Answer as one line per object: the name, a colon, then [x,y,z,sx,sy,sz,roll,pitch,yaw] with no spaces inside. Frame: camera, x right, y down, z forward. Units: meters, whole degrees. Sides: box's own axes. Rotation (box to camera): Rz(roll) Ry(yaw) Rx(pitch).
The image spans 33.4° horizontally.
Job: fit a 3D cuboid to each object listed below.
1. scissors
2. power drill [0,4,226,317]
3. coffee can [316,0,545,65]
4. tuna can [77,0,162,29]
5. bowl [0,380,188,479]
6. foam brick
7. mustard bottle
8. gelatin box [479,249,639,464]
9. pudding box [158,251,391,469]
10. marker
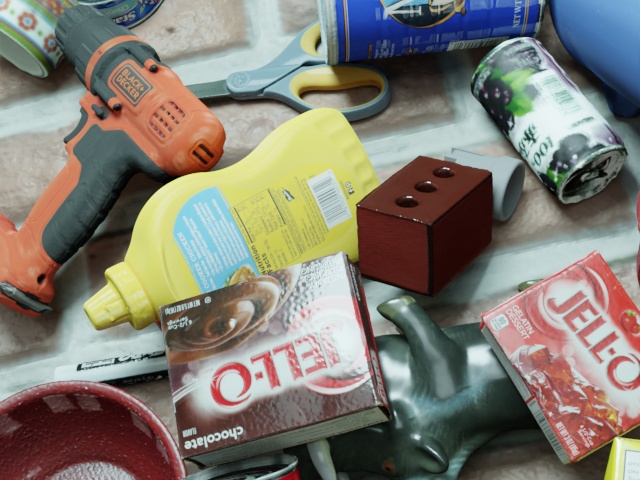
scissors: [-0.045,-0.127,0.767,0.202,0.016,0.096,8,64,15]
power drill: [-0.172,-0.057,0.714,0.187,0.057,0.185,-48,53,2]
coffee can: [0.068,-0.175,0.708,0.140,0.103,0.103,-6,63,-1]
tuna can: [-0.162,-0.204,0.820,0.086,0.033,0.086,-5,63,9]
bowl: [-0.146,0.166,0.622,0.162,0.055,0.162,-5,63,9]
foam brick: [0.064,-0.010,0.644,0.053,0.051,0.078,15,35,31]
mustard bottle: [-0.054,0.001,0.647,0.191,0.096,0.058,-30,17,-18]
gelatin box: [0.137,0.060,0.559,0.073,0.030,0.089,-29,75,-4]
pudding box: [-0.025,0.066,0.579,0.113,0.039,0.090,-18,62,10]
marker: [-0.109,0.080,0.677,0.121,0.020,0.020,-10,63,7]
